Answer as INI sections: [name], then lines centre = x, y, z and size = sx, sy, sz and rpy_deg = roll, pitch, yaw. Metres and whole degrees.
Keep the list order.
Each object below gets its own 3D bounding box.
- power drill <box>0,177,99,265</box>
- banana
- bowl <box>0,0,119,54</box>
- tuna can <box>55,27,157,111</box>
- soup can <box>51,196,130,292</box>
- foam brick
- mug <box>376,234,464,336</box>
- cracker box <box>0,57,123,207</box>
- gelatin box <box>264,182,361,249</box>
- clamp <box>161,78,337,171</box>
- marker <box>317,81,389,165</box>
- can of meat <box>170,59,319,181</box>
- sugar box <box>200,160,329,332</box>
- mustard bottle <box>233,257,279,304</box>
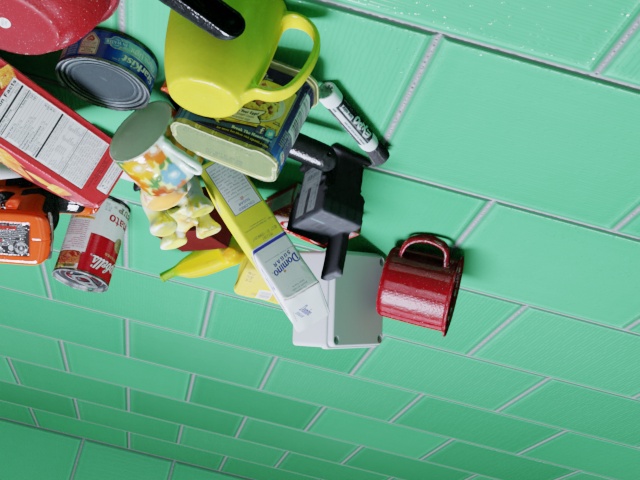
[power drill]
centre = -0.338, -0.036, 1.143
size = 0.184, 0.057, 0.187
rpy_deg = 3, -159, -2
[banana]
centre = -0.126, 0.022, 1.285
size = 0.037, 0.069, 0.198
rpy_deg = 56, 148, -8
[bowl]
centre = -0.244, -0.195, 0.843
size = 0.162, 0.055, 0.162
rpy_deg = 11, 158, 4
[tuna can]
centre = -0.188, -0.151, 0.945
size = 0.086, 0.033, 0.086
rpy_deg = 11, 158, 4
[soup can]
centre = -0.271, 0.003, 1.267
size = 0.068, 0.102, 0.068
rpy_deg = 11, 158, 4
[foam brick]
centre = -0.140, -0.022, 1.201
size = 0.078, 0.053, 0.051
rpy_deg = -6, 151, 38
[mug]
centre = 0.112, 0.044, 1.191
size = 0.081, 0.093, 0.117
rpy_deg = 13, 127, 12
[cracker box]
centre = -0.300, -0.119, 0.969
size = 0.164, 0.072, 0.213
rpy_deg = 23, 170, 42
[gelatin box]
centre = -0.010, -0.025, 1.153
size = 0.089, 0.030, 0.073
rpy_deg = 24, 155, -25
[clamp]
centre = -0.067, -0.105, 0.978
size = 0.120, 0.039, 0.171
rpy_deg = -4, 152, 39
[marker]
centre = 0.032, -0.102, 0.958
size = 0.020, 0.020, 0.121
rpy_deg = -1, 154, 30
[can of meat]
centre = -0.063, -0.107, 0.891
size = 0.102, 0.084, 0.057
rpy_deg = 21, 159, 8
[sugar box]
centre = -0.057, 0.001, 1.077
size = 0.048, 0.176, 0.093
rpy_deg = -30, 155, -5
[mustard bottle]
centre = -0.006, 0.060, 1.317
size = 0.191, 0.058, 0.096
rpy_deg = 16, 156, -8
